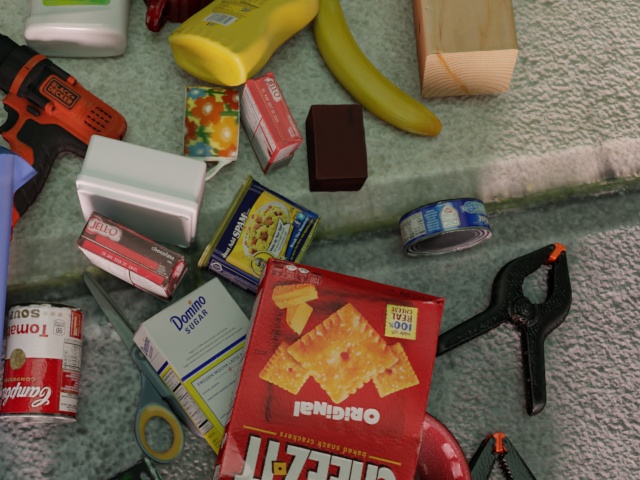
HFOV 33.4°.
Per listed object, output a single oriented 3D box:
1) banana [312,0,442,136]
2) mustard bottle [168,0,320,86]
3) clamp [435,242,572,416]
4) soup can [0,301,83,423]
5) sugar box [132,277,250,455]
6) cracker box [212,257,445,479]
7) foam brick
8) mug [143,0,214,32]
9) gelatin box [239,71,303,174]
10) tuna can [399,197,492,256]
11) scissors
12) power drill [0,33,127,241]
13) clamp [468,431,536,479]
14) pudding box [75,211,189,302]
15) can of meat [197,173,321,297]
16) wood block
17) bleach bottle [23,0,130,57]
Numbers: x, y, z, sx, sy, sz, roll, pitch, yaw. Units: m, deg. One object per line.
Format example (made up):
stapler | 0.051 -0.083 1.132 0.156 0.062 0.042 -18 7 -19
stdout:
banana | 0.046 -0.178 1.086 0.069 0.037 0.198 -31 82 -13
mustard bottle | -0.057 -0.230 1.060 0.096 0.058 0.191 18 52 33
clamp | 0.185 0.072 1.041 0.120 0.039 0.171 25 68 -5
soup can | -0.251 0.111 0.963 0.068 0.068 0.102 3 76 -6
sugar box | -0.083 0.130 0.981 0.093 0.048 0.176 -32 79 -33
cracker box | 0.007 0.136 0.925 0.164 0.072 0.213 14 70 -4
foam brick | 0.015 -0.090 1.054 0.053 0.051 0.078 -1 77 -8
mug | -0.145 -0.259 1.060 0.093 0.081 0.117 19 75 -2
gelatin box | -0.050 -0.112 1.029 0.030 0.089 0.073 -23 83 -16
tuna can | 0.120 -0.013 1.029 0.086 0.086 0.034 -9 75 -9
scissors | -0.174 0.126 0.994 0.202 0.016 0.096 39 70 3
power drill | -0.306 -0.096 1.013 0.184 0.057 0.187 34 75 2
clamp | 0.176 0.286 0.987 0.164 0.036 0.210 8 75 -4
pudding box | -0.169 0.017 0.973 0.090 0.113 0.039 27 78 0
can of meat | -0.057 0.001 1.020 0.084 0.057 0.102 28 74 -1
wood block | 0.138 -0.258 1.074 0.090 0.091 0.206 -3 71 1
bleach bottle | -0.242 -0.311 1.072 0.102 0.068 0.251 -1 74 -8
